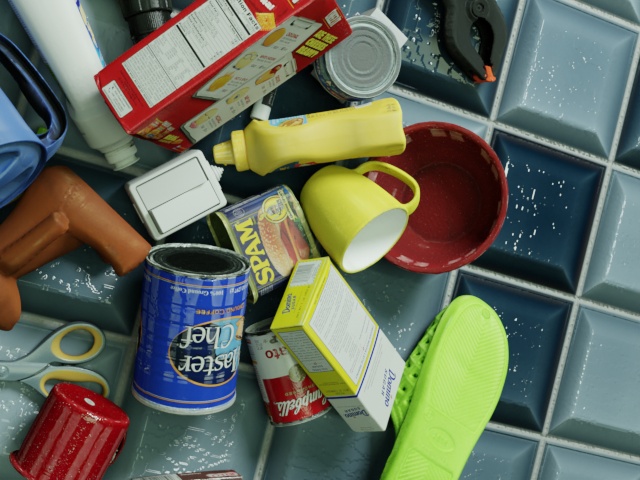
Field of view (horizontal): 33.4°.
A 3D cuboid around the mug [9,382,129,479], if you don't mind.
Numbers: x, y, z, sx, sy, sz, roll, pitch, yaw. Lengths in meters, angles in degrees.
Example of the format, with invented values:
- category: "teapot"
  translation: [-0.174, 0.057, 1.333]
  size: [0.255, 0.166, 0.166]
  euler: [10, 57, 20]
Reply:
- category: "mug"
  translation: [-0.228, 0.191, 1.021]
  size: [0.117, 0.093, 0.081]
  euler: [26, 92, -55]

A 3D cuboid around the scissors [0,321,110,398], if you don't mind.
- category: "scissors"
  translation: [-0.295, 0.109, 1.032]
  size: [0.201, 0.016, 0.096]
  euler: [19, 88, -21]

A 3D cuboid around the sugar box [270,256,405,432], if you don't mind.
- category: "sugar box"
  translation: [0.021, 0.109, 1.088]
  size: [0.176, 0.048, 0.093]
  euler: [57, 40, -35]

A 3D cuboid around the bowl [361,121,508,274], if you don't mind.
- category: "bowl"
  translation: [0.123, -0.043, 1.137]
  size: [0.162, 0.055, 0.162]
  euler: [-2, 85, 18]

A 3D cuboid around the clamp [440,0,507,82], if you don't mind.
- category: "clamp"
  translation: [0.156, -0.258, 1.174]
  size: [0.120, 0.039, 0.171]
  euler: [-7, 94, -18]

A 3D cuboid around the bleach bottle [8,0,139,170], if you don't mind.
- category: "bleach bottle"
  translation: [-0.240, -0.185, 1.010]
  size: [0.068, 0.103, 0.251]
  euler: [-26, 107, -6]

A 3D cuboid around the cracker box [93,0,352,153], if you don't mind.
- category: "cracker box"
  translation: [-0.085, -0.174, 0.983]
  size: [0.214, 0.164, 0.072]
  euler: [-35, 83, 7]

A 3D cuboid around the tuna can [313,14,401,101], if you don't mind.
- category: "tuna can"
  translation: [0.038, -0.184, 1.081]
  size: [0.086, 0.034, 0.086]
  euler: [-1, 94, -19]

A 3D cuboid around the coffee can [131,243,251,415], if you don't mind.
- category: "coffee can"
  translation: [-0.125, 0.084, 1.031]
  size: [0.102, 0.103, 0.140]
  euler: [2, 106, -20]

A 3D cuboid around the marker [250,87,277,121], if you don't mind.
- category: "marker"
  translation: [-0.047, -0.183, 1.112]
  size: [0.020, 0.020, 0.121]
  euler: [18, 86, -20]

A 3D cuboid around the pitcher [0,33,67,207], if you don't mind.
- category: "pitcher"
  translation: [-0.344, -0.138, 0.921]
  size: [0.145, 0.149, 0.243]
  euler: [-37, 80, 11]

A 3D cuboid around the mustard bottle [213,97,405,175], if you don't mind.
- category: "mustard bottle"
  translation: [-0.013, -0.102, 1.081]
  size: [0.191, 0.096, 0.058]
  euler: [-9, 100, 0]

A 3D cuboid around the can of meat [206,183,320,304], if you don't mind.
- category: "can of meat"
  translation: [-0.057, 0.001, 1.096]
  size: [0.083, 0.058, 0.102]
  euler: [-26, 101, -21]

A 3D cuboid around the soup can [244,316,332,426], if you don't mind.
- category: "soup can"
  translation: [-0.033, 0.132, 1.103]
  size: [0.068, 0.069, 0.102]
  euler: [-18, 97, -19]
